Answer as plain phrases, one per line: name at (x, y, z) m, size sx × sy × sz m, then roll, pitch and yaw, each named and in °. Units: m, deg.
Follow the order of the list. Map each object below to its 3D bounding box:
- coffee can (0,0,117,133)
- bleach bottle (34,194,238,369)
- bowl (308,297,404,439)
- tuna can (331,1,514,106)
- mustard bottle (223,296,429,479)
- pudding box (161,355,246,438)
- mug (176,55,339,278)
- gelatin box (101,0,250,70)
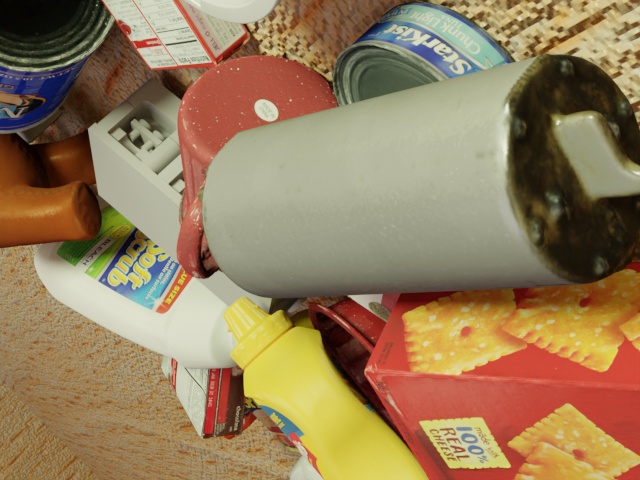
coffee can at (-0.184, -0.129, 0.633) m, size 0.103 × 0.102 × 0.140 m, roll 48°, pitch 157°, yaw -10°
bleach bottle at (-0.111, 0.033, 0.794) m, size 0.251 × 0.102 × 0.068 m, roll 18°, pitch 143°, yaw 45°
bowl at (0.064, 0.083, 0.618) m, size 0.162 × 0.055 × 0.162 m, roll 49°, pitch 169°, yaw 12°
tuna can at (0.048, -0.058, 0.454) m, size 0.086 × 0.033 × 0.086 m, roll 36°, pitch 156°, yaw 19°
mustard bottle at (0.011, 0.110, 0.617) m, size 0.191 × 0.058 × 0.096 m, roll 50°, pitch 174°, yaw 6°
pudding box at (-0.091, 0.089, 0.844) m, size 0.114 × 0.039 × 0.090 m, roll 44°, pitch 130°, yaw 54°
mug at (-0.036, -0.032, 0.542) m, size 0.093 × 0.117 × 0.081 m, roll 28°, pitch 149°, yaw 18°
gelatin box at (-0.085, -0.132, 0.557) m, size 0.073 × 0.030 × 0.089 m, roll 8°, pitch 138°, yaw 53°
